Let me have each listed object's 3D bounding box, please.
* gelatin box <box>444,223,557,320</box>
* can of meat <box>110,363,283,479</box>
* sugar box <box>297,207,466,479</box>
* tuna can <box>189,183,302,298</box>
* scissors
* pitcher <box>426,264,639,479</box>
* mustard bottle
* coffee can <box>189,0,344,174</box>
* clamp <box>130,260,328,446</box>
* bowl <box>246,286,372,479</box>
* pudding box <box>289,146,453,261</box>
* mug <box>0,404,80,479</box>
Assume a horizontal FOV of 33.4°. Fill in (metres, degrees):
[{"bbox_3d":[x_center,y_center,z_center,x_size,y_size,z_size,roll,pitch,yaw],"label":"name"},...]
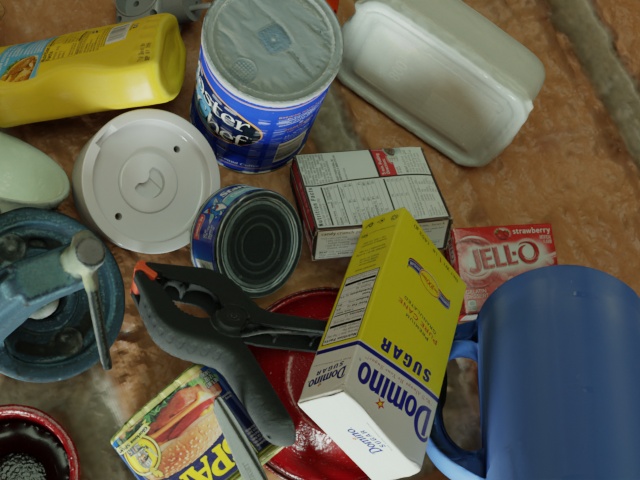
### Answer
[{"bbox_3d":[0.149,0.025,0.872,0.089,0.030,0.073,-2,73,-12],"label":"gelatin box"},{"bbox_3d":[-0.088,0.144,0.764,0.102,0.057,0.084,-40,80,6],"label":"can of meat"},{"bbox_3d":[0.049,0.070,0.749,0.093,0.048,0.176,48,39,-27],"label":"sugar box"},{"bbox_3d":[-0.055,0.001,0.815,0.085,0.034,0.086,-9,105,-40],"label":"tuna can"},{"bbox_3d":[-0.048,0.198,0.733,0.096,0.016,0.201,-40,120,-3],"label":"scissors"},{"bbox_3d":[0.160,0.138,0.732,0.145,0.149,0.242,40,32,-18],"label":"pitcher"},{"bbox_3d":[-0.203,-0.125,0.817,0.192,0.058,0.096,-8,34,9],"label":"mustard bottle"},{"bbox_3d":[-0.046,-0.123,0.824,0.102,0.140,0.103,3,72,-10],"label":"coffee can"},{"bbox_3d":[-0.063,0.072,0.741,0.171,0.039,0.120,22,34,6],"label":"clamp"},{"bbox_3d":[0.013,0.107,0.808,0.162,0.055,0.162,3,72,-10],"label":"bowl"},{"bbox_3d":[0.038,-0.031,0.847,0.113,0.039,0.090,-6,47,-11],"label":"pudding box"},{"bbox_3d":[-0.216,0.175,0.729,0.093,0.082,0.117,24,70,-3],"label":"mug"}]
